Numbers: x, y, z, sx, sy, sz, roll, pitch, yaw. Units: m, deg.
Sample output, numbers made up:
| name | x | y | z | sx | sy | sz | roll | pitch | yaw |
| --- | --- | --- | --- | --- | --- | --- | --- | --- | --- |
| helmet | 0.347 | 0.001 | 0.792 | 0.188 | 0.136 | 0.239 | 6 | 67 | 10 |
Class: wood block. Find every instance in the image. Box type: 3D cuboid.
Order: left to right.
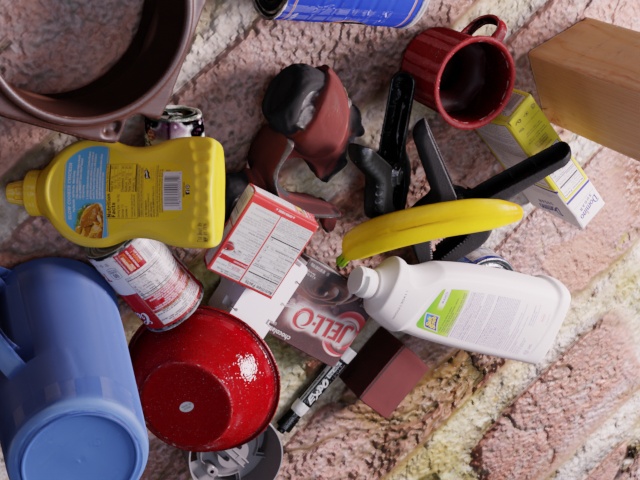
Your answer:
| name | x | y | z | sx | sy | sz | roll | pitch | yaw |
| --- | --- | --- | --- | --- | --- | --- | --- | --- | --- |
| wood block | 0.318 | -0.151 | 1.090 | 0.090 | 0.206 | 0.091 | -31 | 122 | -13 |

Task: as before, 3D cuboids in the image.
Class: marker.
| name | x | y | z | sx | sy | sz | roll | pitch | yaw |
| --- | --- | --- | --- | --- | --- | --- | --- | --- | --- |
| marker | -0.006 | 0.164 | 1.172 | 0.121 | 0.020 | 0.020 | -50 | 124 | -1 |

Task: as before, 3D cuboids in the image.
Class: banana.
| name | x | y | z | sx | sy | sz | roll | pitch | yaw |
| --- | --- | --- | --- | --- | --- | --- | --- | --- | --- |
| banana | 0.103 | -0.014 | 1.065 | 0.198 | 0.069 | 0.037 | -13 | 82 | 9 |

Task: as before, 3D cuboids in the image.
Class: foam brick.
| name | x | y | z | sx | sy | sz | roll | pitch | yaw |
| --- | --- | --- | --- | --- | --- | --- | --- | --- | --- |
| foam brick | 0.071 | 0.146 | 1.184 | 0.078 | 0.053 | 0.051 | -50 | 124 | 1 |

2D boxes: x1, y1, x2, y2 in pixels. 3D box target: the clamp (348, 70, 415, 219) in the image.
| name | x | y | z | sx | sy | sz | roll | pitch | yaw |
| --- | --- | --- | --- | --- | --- | --- | --- | --- | --- |
| clamp | 0.070 | -0.083 | 1.070 | 0.120 | 0.039 | 0.171 | -56 | 157 | -23 |

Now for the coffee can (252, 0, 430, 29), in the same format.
| name | x | y | z | sx | sy | sz | roll | pitch | yaw |
| --- | --- | --- | --- | --- | --- | --- | --- | --- | --- |
| coffee can | 0.018 | -0.246 | 0.958 | 0.140 | 0.103 | 0.103 | -2 | 112 | -27 |

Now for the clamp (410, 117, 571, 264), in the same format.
| name | x | y | z | sx | sy | sz | roll | pitch | yaw |
| --- | --- | --- | --- | --- | --- | --- | --- | --- | --- |
| clamp | 0.136 | -0.042 | 1.095 | 0.164 | 0.036 | 0.210 | 14 | 136 | -19 |

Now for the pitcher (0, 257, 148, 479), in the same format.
| name | x | y | z | sx | sy | sz | roll | pitch | yaw |
| --- | --- | --- | --- | --- | --- | --- | --- | --- | --- |
| pitcher | -0.226 | 0.114 | 0.902 | 0.149 | 0.243 | 0.145 | -1 | 113 | -20 |

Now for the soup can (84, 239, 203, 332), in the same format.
| name | x | y | z | sx | sy | sz | roll | pitch | yaw |
| --- | --- | --- | --- | --- | --- | --- | --- | --- | --- |
| soup can | -0.165 | 0.028 | 1.001 | 0.068 | 0.069 | 0.102 | -40 | 123 | -7 |

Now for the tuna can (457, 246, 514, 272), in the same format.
| name | x | y | z | sx | sy | sz | roll | pitch | yaw |
| --- | --- | --- | --- | --- | --- | --- | --- | --- | --- |
| tuna can | 0.179 | 0.052 | 1.210 | 0.086 | 0.034 | 0.086 | -11 | 115 | -23 |

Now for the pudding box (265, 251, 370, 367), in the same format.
| name | x | y | z | sx | sy | sz | roll | pitch | yaw |
| --- | --- | --- | --- | --- | --- | --- | --- | --- | --- |
| pudding box | -0.005 | 0.071 | 1.120 | 0.113 | 0.039 | 0.090 | 32 | 94 | -34 |

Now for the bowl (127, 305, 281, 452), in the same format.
| name | x | y | z | sx | sy | sz | roll | pitch | yaw |
| --- | --- | --- | --- | --- | --- | --- | --- | --- | --- |
| bowl | -0.122 | 0.146 | 1.033 | 0.162 | 0.055 | 0.162 | 4 | 111 | 10 |

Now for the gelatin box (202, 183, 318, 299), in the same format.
| name | x | y | z | sx | sy | sz | roll | pitch | yaw |
| --- | --- | --- | --- | --- | --- | --- | --- | --- | --- |
| gelatin box | -0.057 | 0.001 | 0.998 | 0.073 | 0.030 | 0.089 | 26 | 107 | -24 |

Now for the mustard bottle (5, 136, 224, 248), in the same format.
| name | x | y | z | sx | sy | sz | roll | pitch | yaw |
| --- | --- | --- | --- | --- | --- | --- | --- | --- | --- |
| mustard bottle | -0.182 | -0.041 | 0.933 | 0.192 | 0.058 | 0.096 | 0 | 90 | 7 |

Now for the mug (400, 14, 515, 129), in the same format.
| name | x | y | z | sx | sy | sz | roll | pitch | yaw |
| --- | --- | --- | --- | --- | --- | --- | --- | --- | --- |
| mug | 0.139 | -0.176 | 1.063 | 0.093 | 0.082 | 0.117 | 31 | 95 | -34 |

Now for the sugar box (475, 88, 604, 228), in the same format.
| name | x | y | z | sx | sy | sz | roll | pitch | yaw |
| --- | --- | --- | --- | --- | --- | --- | --- | --- | --- |
| sugar box | 0.225 | -0.093 | 1.136 | 0.048 | 0.093 | 0.176 | -49 | 125 | -3 |

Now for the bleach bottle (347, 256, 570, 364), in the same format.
| name | x | y | z | sx | sy | sz | roll | pitch | yaw |
| --- | --- | --- | --- | --- | --- | --- | --- | --- | --- |
| bleach bottle | 0.144 | 0.062 | 1.138 | 0.250 | 0.068 | 0.103 | 16 | 103 | -29 |
